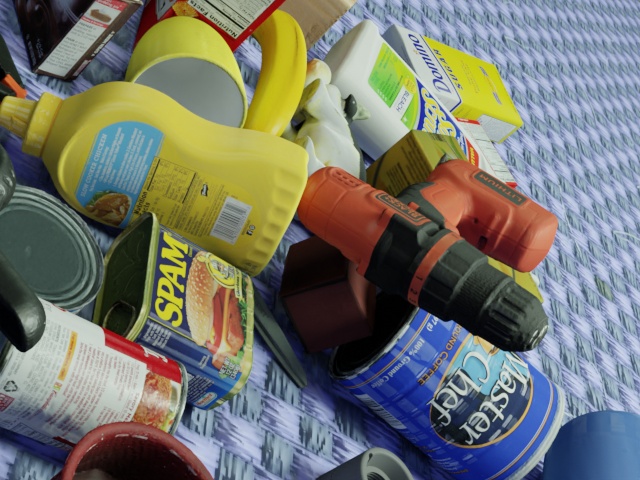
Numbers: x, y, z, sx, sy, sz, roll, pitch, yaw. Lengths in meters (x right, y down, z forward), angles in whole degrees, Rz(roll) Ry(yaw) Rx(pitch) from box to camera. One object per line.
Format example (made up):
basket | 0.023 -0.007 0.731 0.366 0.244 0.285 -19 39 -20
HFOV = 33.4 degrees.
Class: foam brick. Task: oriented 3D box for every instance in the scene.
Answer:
foam brick | 0.007 0.034 0.764 0.078 0.053 0.051 -79 147 -60

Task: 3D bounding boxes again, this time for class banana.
banana | -0.041 -0.140 0.879 0.037 0.070 0.198 38 27 -33

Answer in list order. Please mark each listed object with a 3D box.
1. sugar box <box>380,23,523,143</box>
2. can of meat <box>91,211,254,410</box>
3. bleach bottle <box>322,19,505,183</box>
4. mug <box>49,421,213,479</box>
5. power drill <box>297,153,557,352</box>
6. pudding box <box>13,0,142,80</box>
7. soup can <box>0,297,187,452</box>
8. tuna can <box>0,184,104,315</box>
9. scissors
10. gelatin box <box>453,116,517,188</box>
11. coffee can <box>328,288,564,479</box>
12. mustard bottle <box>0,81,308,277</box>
sugar box | 0.140 -0.169 1.164 0.175 0.048 0.093 12 48 -45
can of meat | -0.089 0.046 0.656 0.083 0.058 0.102 32 36 -29
bleach bottle | 0.104 -0.090 1.019 0.250 0.068 0.102 40 46 -17
mug | -0.110 0.148 0.500 0.093 0.082 0.117 56 33 10
power drill | 0.097 0.001 0.733 0.185 0.057 0.187 35 23 21
pudding box | -0.177 -0.184 0.753 0.039 0.090 0.113 8 51 -47
soup can | -0.131 0.075 0.563 0.102 0.069 0.068 30 37 -28
tuna can | -0.170 0.012 0.613 0.086 0.034 0.086 31 37 -27
scissors | -0.055 0.001 0.748 0.201 0.016 0.096 45 64 -7
gelatin box | 0.158 -0.085 1.114 0.073 0.030 0.089 -2 59 -52
coffee can | 0.091 0.102 0.771 0.140 0.103 0.102 41 33 -13
mustard bottle | -0.111 -0.048 0.679 0.191 0.096 0.058 21 36 -12
